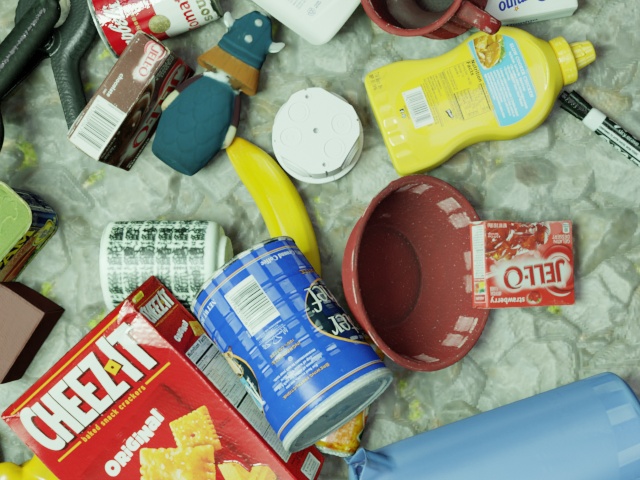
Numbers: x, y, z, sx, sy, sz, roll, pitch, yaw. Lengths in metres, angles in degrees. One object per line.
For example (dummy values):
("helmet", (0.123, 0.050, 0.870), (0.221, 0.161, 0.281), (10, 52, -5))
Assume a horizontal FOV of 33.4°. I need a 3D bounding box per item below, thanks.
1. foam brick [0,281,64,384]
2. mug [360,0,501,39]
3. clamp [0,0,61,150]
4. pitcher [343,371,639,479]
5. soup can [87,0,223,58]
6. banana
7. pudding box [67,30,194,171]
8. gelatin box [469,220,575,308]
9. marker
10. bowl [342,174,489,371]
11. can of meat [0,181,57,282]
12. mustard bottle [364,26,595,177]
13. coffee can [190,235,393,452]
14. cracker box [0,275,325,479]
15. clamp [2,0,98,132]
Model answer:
("foam brick", (-0.275, 0.080, 0.943), (0.051, 0.053, 0.078), (33, 91, 5))
("mug", (0.098, -0.202, 0.869), (0.117, 0.081, 0.093), (35, 107, 20))
("clamp", (-0.316, -0.115, 0.918), (0.165, 0.036, 0.210), (1, 68, 25))
("pitcher", (0.152, 0.207, 0.874), (0.243, 0.149, 0.145), (-21, 72, 1))
("soup can", (-0.144, -0.208, 0.932), (0.102, 0.068, 0.068), (-20, 87, 4))
("banana", (-0.037, 0.002, 0.932), (0.069, 0.037, 0.198), (-8, 88, 4))
("pudding box", (-0.161, -0.118, 0.921), (0.039, 0.090, 0.113), (37, 93, 8))
("gelatin box", (0.171, 0.020, 0.901), (0.089, 0.030, 0.073), (0, 87, -22))
("marker", (0.255, -0.089, 0.919), (0.121, 0.020, 0.020), (38, 92, 5))
("bowl", (0.071, 0.028, 0.890), (0.161, 0.055, 0.162), (5, 82, -38))
("can of meat", (-0.284, 0.000, 0.930), (0.057, 0.084, 0.102), (41, 92, 5))
("mustard bottle", (0.141, -0.129, 0.910), (0.191, 0.058, 0.096), (-20, 81, 4))
("coffee can", (-0.023, 0.082, 0.850), (0.103, 0.102, 0.140), (-38, 72, 3))
("cracker box", (-0.129, 0.164, 0.877), (0.164, 0.072, 0.213), (-41, 94, 18))
("clamp", (-0.235, -0.167, 0.953), (0.120, 0.039, 0.171), (23, 90, 7))
